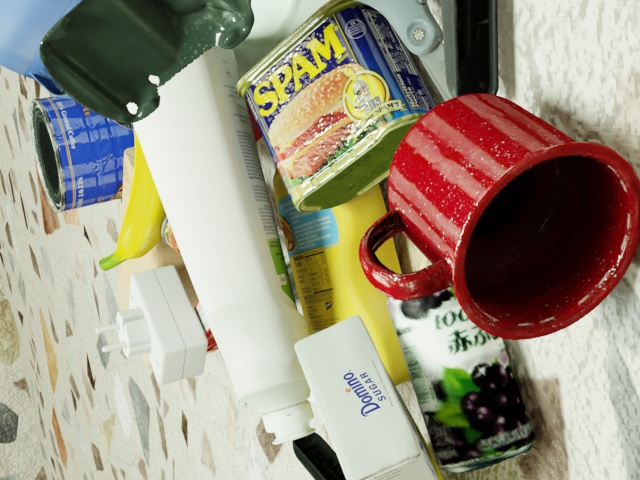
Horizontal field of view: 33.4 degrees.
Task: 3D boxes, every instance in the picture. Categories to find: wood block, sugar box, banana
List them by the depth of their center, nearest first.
[{"bbox_3d":[0.042,0.127,0.607,0.176,0.048,0.093,67,179,-51],"label":"sugar box"},{"bbox_3d":[-0.137,-0.071,0.823,0.037,0.070,0.198,1,-85,-71],"label":"banana"},{"bbox_3d":[-0.123,0.013,0.956,0.091,0.090,0.206,60,152,33],"label":"wood block"}]

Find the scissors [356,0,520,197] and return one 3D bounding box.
[{"bbox_3d":[0.059,-0.124,0.543,0.202,0.016,0.096,46,114,13],"label":"scissors"}]

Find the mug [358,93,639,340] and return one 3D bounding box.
[{"bbox_3d":[0.071,-0.010,0.476,0.082,0.117,0.093,50,166,54],"label":"mug"}]

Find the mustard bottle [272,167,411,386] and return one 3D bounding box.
[{"bbox_3d":[0.011,0.000,0.683,0.096,0.058,0.191,-17,88,66],"label":"mustard bottle"}]

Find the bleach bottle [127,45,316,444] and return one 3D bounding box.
[{"bbox_3d":[-0.054,0.001,0.649,0.102,0.068,0.251,-3,-104,-80],"label":"bleach bottle"}]

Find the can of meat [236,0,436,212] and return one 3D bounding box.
[{"bbox_3d":[0.012,-0.075,0.606,0.102,0.057,0.084,-35,70,33],"label":"can of meat"}]

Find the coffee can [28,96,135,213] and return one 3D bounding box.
[{"bbox_3d":[-0.178,-0.089,0.958,0.103,0.140,0.103,45,142,51],"label":"coffee can"}]
